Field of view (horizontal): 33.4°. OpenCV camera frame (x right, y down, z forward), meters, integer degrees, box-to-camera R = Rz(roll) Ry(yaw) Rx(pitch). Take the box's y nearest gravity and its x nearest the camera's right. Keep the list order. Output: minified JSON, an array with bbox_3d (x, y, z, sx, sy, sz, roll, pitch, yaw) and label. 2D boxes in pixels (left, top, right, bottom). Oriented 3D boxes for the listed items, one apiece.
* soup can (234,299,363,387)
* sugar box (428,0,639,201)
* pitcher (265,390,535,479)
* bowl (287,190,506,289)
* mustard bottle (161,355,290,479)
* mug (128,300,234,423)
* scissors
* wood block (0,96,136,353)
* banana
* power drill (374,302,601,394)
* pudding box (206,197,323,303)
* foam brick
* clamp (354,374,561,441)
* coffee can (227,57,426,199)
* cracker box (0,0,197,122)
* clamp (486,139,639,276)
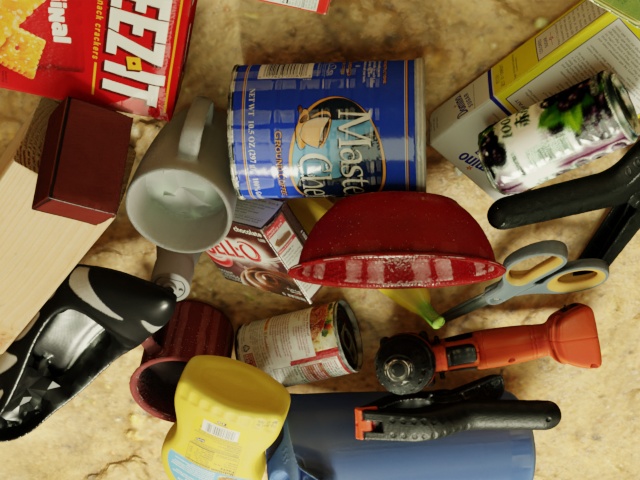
[{"bbox_3d":[-0.020,0.098,0.982,0.102,0.068,0.068,-15,129,18],"label":"soup can"},{"bbox_3d":[0.175,-0.106,0.800,0.093,0.048,0.176,38,128,-26],"label":"sugar box"},{"bbox_3d":[0.069,0.201,1.014,0.242,0.149,0.145,-2,138,-14],"label":"pitcher"},{"bbox_3d":[0.056,-0.001,0.793,0.162,0.055,0.162,1,170,0],"label":"bowl"},{"bbox_3d":[-0.094,0.189,0.963,0.096,0.058,0.192,20,131,0],"label":"mustard bottle"},{"bbox_3d":[-0.131,0.102,0.986,0.093,0.081,0.117,-24,126,24],"label":"mug"},{"bbox_3d":[0.172,0.045,0.915,0.096,0.016,0.202,8,156,-11],"label":"scissors"},{"bbox_3d":[-0.250,-0.008,0.894,0.090,0.090,0.206,31,128,-21],"label":"wood block"},{"bbox_3d":[0.026,0.001,0.896,0.197,0.070,0.037,37,87,-12],"label":"banana"},{"bbox_3d":[0.140,0.094,0.915,0.188,0.184,0.057,-8,88,8],"label":"power drill"},{"bbox_3d":[-0.056,0.001,0.883,0.114,0.039,0.090,11,145,43],"label":"pudding box"},{"bbox_3d":[-0.175,-0.057,0.784,0.051,0.078,0.053,14,166,-26],"label":"foam brick"},{"bbox_3d":[0.117,0.149,0.920,0.171,0.120,0.039,-9,93,-24],"label":"clamp"},{"bbox_3d":[0.008,-0.082,0.796,0.140,0.102,0.103,-1,131,6],"label":"coffee can"},{"bbox_3d":[-0.194,-0.182,0.746,0.213,0.072,0.164,12,132,-6],"label":"cracker box"},{"bbox_3d":[0.254,-0.036,0.849,0.210,0.036,0.164,-30,144,18],"label":"clamp"}]
